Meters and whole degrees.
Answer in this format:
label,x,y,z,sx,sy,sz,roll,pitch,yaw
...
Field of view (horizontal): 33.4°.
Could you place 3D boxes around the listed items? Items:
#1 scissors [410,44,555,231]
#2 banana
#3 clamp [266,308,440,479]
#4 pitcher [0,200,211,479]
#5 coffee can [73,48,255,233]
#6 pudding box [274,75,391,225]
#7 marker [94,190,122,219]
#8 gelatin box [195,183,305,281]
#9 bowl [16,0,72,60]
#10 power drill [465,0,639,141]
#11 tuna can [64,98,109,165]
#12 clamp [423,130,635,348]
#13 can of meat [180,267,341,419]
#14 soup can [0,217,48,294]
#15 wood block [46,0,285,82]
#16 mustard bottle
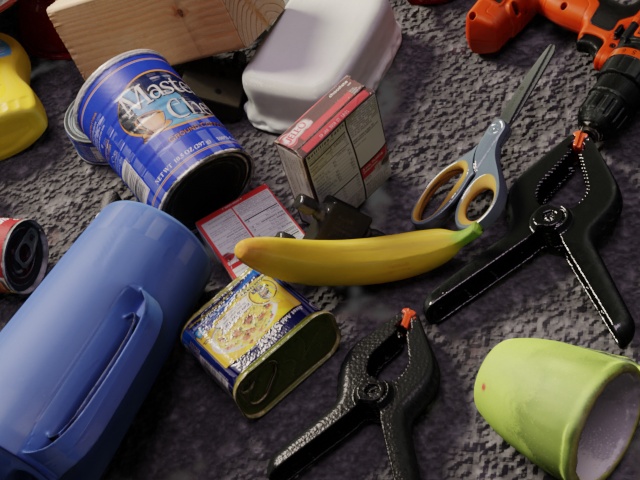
label,x,y,z,sx,sy,sz,roll,pitch,yaw
scissors,0.156,-0.079,0.896,0.202,0.016,0.096,-48,36,0
banana,0.028,0.010,0.856,0.197,0.070,0.037,-7,54,-11
clamp,0.049,0.128,0.794,0.120,0.039,0.171,20,61,27
pitcher,-0.179,0.086,0.832,0.149,0.145,0.242,19,57,17
coffee can,-0.140,-0.088,0.954,0.102,0.103,0.140,-36,66,-13
pudding box,0.014,-0.070,0.909,0.039,0.113,0.090,34,68,33
marker,-0.206,0.003,0.976,0.020,0.020,0.121,1,54,17
gelatin box,-0.056,0.001,0.928,0.073,0.030,0.089,-31,51,-10
bowl,-0.274,-0.276,1.189,0.162,0.055,0.162,-8,52,10
power drill,0.230,-0.181,0.973,0.188,0.057,0.184,27,64,29
tuna can,-0.210,-0.117,1.061,0.086,0.033,0.086,-8,52,10
clamp,0.177,-0.004,0.861,0.165,0.036,0.209,0,50,24
can of meat,-0.050,0.077,0.851,0.102,0.057,0.084,-40,52,-15
soup can,-0.309,0.011,0.969,0.102,0.068,0.068,4,55,20
wood block,-0.153,-0.227,1.047,0.206,0.091,0.090,-6,34,34
mustard bottle,-0.351,-0.167,1.124,0.096,0.058,0.192,-28,51,1
